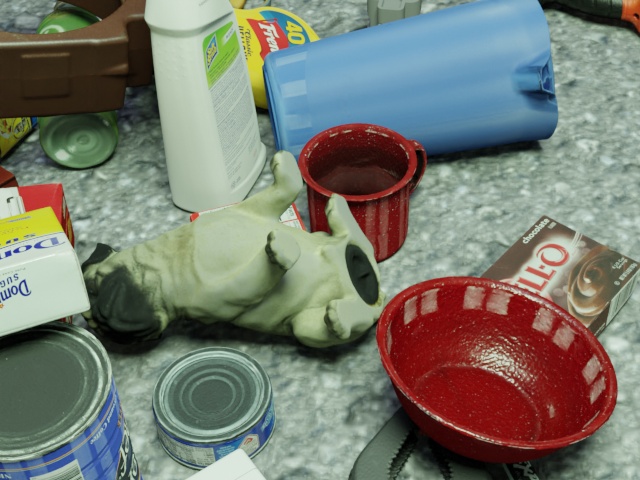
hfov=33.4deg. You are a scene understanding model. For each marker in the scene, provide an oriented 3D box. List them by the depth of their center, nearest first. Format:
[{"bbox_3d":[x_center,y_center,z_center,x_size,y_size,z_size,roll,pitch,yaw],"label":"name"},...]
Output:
[{"bbox_3d":[0.135,0.158,0.706,0.020,0.020,0.121,-15,46,-11],"label":"marker"}]

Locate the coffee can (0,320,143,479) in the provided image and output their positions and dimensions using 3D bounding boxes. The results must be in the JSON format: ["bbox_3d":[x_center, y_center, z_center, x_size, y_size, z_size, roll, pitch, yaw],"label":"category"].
[{"bbox_3d":[-0.168,0.133,0.664,0.103,0.140,0.103,-2,45,2],"label":"coffee can"}]

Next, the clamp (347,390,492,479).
[{"bbox_3d":[0.071,0.186,0.668,0.165,0.036,0.209,6,43,11],"label":"clamp"}]

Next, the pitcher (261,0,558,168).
[{"bbox_3d":[0.075,-0.134,0.941,0.242,0.149,0.145,-11,63,-3],"label":"pitcher"}]

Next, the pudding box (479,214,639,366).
[{"bbox_3d":[0.174,0.041,0.808,0.090,0.039,0.113,31,54,30],"label":"pudding box"}]

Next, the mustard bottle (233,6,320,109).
[{"bbox_3d":[-0.056,-0.171,0.994,0.191,0.058,0.096,1,74,-33],"label":"mustard bottle"}]

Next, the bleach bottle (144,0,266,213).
[{"bbox_3d":[-0.094,-0.141,0.858,0.068,0.251,0.102,12,47,15],"label":"bleach bottle"}]

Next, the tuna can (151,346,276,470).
[{"bbox_3d":[-0.075,0.117,0.750,0.086,0.034,0.086,-2,45,2],"label":"tuna can"}]

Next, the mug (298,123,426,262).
[{"bbox_3d":[0.040,-0.041,0.868,0.117,0.081,0.093,-33,52,-26],"label":"mug"}]

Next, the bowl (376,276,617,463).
[{"bbox_3d":[0.111,0.095,0.712,0.162,0.055,0.162,8,36,-6],"label":"bowl"}]

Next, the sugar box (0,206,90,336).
[{"bbox_3d":[-0.208,0.019,0.693,0.093,0.048,0.176,-17,12,-16],"label":"sugar box"}]
